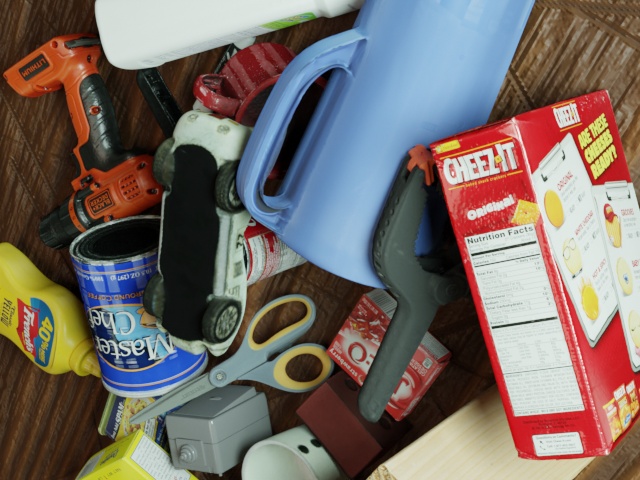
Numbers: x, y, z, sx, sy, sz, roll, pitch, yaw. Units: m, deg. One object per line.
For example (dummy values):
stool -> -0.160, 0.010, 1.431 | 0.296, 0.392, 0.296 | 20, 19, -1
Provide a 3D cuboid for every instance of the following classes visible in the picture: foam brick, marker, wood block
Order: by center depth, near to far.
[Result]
wood block -> 0.107, 0.181, 0.773 | 0.091, 0.205, 0.090 | 46, 125, 18
foam brick -> 0.029, 0.155, 0.922 | 0.078, 0.052, 0.051 | 48, 125, 15
marker -> -0.078, -0.158, 0.935 | 0.020, 0.020, 0.121 | 48, 125, 16

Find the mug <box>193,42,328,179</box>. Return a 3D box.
mug -> -0.047, -0.110, 0.857 | 0.081, 0.117, 0.093 | 58, 134, 52

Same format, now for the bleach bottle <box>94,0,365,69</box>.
bleach bottle -> -0.047, -0.193, 0.848 | 0.251, 0.102, 0.068 | -9, 100, 20

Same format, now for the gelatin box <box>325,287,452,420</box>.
gelatin box -> 0.057, 0.096, 0.898 | 0.089, 0.030, 0.073 | 43, 124, 20

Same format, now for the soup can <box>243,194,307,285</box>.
soup can -> -0.056, 0.001, 0.910 | 0.069, 0.102, 0.068 | 11, 109, 34

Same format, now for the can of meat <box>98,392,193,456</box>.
can of meat -> -0.167, 0.176, 1.071 | 0.084, 0.057, 0.102 | 35, 121, 22

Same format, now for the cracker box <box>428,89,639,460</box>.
cracker box -> 0.162, 0.018, 0.714 | 0.072, 0.163, 0.214 | -14, 94, 36

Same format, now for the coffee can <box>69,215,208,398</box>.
coffee can -> -0.167, 0.060, 0.994 | 0.103, 0.102, 0.140 | 9, 119, 35

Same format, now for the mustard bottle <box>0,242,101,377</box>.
mustard bottle -> -0.294, 0.087, 1.140 | 0.192, 0.058, 0.096 | 33, 121, 25

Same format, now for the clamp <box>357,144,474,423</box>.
clamp -> 0.098, 0.028, 0.763 | 0.036, 0.164, 0.210 | -119, 20, -59

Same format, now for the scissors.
scissors -> -0.071, 0.131, 0.960 | 0.202, 0.016, 0.096 | -43, 89, 8

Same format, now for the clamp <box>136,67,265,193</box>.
clamp -> -0.115, -0.080, 0.959 | 0.120, 0.039, 0.171 | 22, 120, 19

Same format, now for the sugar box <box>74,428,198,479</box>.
sugar box -> -0.147, 0.267, 1.043 | 0.176, 0.048, 0.094 | 46, 129, -14

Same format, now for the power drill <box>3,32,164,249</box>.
power drill -> -0.241, -0.095, 1.052 | 0.185, 0.057, 0.187 | -23, 91, 35

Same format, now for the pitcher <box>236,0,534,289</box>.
pitcher -> 0.052, -0.097, 0.774 | 0.145, 0.149, 0.243 | 28, 113, 14
